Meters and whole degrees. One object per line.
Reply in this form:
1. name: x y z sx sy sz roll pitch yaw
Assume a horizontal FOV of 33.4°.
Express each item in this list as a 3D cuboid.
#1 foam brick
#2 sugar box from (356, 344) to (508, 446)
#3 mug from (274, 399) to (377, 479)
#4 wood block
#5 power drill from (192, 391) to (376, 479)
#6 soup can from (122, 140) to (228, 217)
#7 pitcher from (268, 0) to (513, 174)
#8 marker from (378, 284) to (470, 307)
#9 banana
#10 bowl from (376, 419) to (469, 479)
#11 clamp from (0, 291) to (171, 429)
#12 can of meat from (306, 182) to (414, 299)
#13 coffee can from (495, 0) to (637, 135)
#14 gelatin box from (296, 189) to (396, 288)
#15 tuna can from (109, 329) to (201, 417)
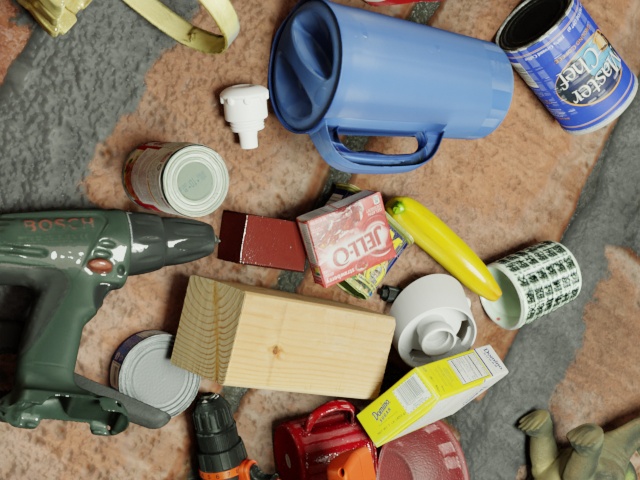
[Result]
1. foam brick: -0.057 0.001 1.081 0.078 0.053 0.051 9 91 -30
2. sugar box: 0.122 0.161 1.134 0.048 0.093 0.175 55 28 15
3. mug: 0.004 0.214 1.115 0.081 0.093 0.117 -8 131 -24
4. wood block: -0.032 0.099 1.062 0.205 0.090 0.091 14 90 -43
5. power drill: -0.037 0.237 1.051 0.057 0.188 0.184 -33 115 -54
6. soup can: -0.136 -0.058 0.999 0.068 0.102 0.068 -4 98 -30
7. pitcher: 0.079 -0.156 1.097 0.242 0.145 0.149 2 115 -33
8. marker: 0.118 0.066 1.209 0.120 0.020 0.020 9 91 -31
9. banana: 0.129 0.003 1.183 0.037 0.069 0.197 -40 126 19
10. bowl: 0.097 0.274 1.184 0.161 0.055 0.162 15 68 -43
11. clamp: -0.250 0.102 0.976 0.209 0.036 0.164 -4 69 -19
12. can of meat: 0.035 0.002 1.133 0.102 0.058 0.084 42 78 -26
13. coffee can: 0.282 -0.205 1.222 0.140 0.103 0.102 44 74 -26
14. gelatin box: 0.028 -0.003 1.078 0.089 0.030 0.073 -22 108 -21
15. tuna can: -0.163 0.131 1.047 0.086 0.034 0.086 -4 98 -30
